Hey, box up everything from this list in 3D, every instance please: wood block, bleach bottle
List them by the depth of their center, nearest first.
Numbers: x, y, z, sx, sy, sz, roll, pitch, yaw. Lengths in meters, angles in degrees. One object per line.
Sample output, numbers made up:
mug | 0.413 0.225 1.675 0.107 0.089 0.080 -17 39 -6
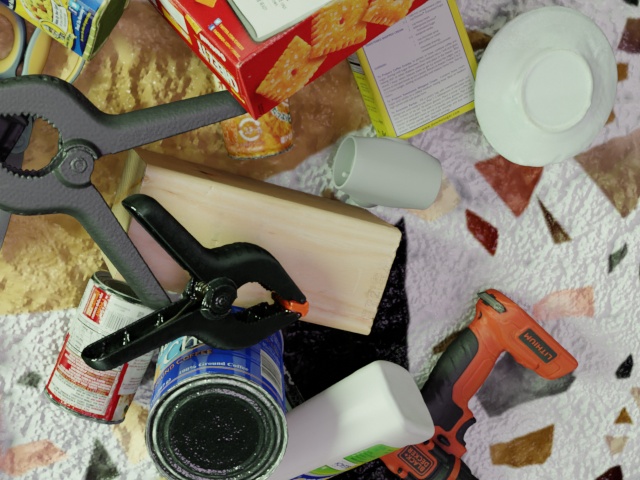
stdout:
wood block | -0.055 0.000 0.834 0.205 0.091 0.090 14 99 -21
bleach bottle | -0.037 0.183 0.881 0.251 0.102 0.068 -29 68 14

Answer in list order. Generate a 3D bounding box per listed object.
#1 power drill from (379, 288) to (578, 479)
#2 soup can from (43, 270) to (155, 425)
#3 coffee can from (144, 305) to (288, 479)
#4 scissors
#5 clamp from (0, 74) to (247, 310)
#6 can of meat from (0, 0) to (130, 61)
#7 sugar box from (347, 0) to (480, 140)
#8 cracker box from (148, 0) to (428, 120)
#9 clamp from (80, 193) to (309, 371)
power drill | 0.140 0.152 0.957 0.184 0.057 0.187 43 89 -23
soup can | -0.166 0.083 0.833 0.068 0.069 0.102 21 97 -22
coffee can | -0.078 0.113 0.819 0.102 0.140 0.103 -1 113 -3
scissors | -0.240 -0.090 0.789 0.096 0.016 0.202 27 95 -21
clamp | -0.156 -0.061 0.717 0.209 0.036 0.164 27 93 -24
can of meat | -0.175 -0.177 0.726 0.084 0.102 0.057 34 70 -8
sugar box | 0.061 -0.174 0.848 0.093 0.048 0.176 -25 108 -9
cracker box | -0.012 -0.207 0.744 0.213 0.164 0.072 -36 153 -12
clamp | -0.080 0.027 0.737 0.171 0.039 0.120 -2 114 -40
